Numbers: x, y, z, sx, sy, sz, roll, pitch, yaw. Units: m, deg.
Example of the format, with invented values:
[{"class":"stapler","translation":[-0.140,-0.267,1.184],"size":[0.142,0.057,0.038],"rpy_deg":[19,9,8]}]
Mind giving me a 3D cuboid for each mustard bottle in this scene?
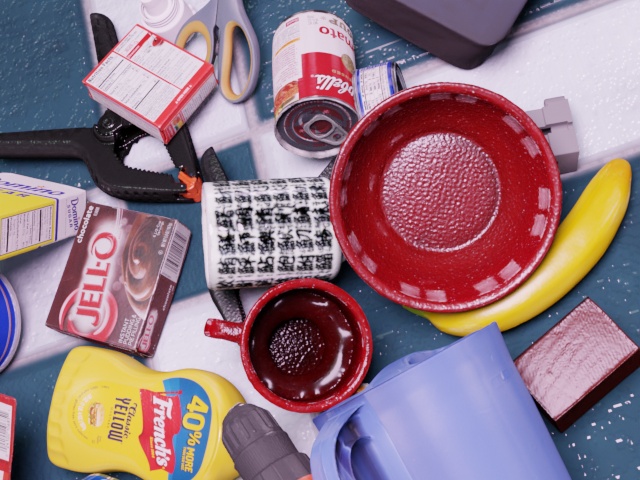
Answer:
[{"class":"mustard bottle","translation":[-0.111,0.143,0.810],"size":[0.192,0.058,0.096],"rpy_deg":[9,83,20]}]

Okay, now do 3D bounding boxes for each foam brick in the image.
[{"class":"foam brick","translation":[0.176,0.086,0.739],"size":[0.078,0.053,0.051],"rpy_deg":[-41,64,1]}]

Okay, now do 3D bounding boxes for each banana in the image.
[{"class":"banana","translation":[0.155,0.016,0.779],"size":[0.198,0.037,0.070],"rpy_deg":[-33,66,5]}]

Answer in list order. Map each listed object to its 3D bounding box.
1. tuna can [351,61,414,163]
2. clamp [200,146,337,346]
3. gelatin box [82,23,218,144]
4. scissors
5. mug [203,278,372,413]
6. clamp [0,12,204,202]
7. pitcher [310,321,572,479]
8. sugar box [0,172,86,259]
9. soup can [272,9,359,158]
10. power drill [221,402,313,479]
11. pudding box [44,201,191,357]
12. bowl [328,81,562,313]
[{"class":"tuna can","translation":[0.052,-0.094,0.825],"size":[0.034,0.086,0.086],"rpy_deg":[-13,68,12]},{"class":"clamp","translation":[-0.056,0.001,0.851],"size":[0.120,0.039,0.171],"rpy_deg":[12,74,17]},{"class":"gelatin box","translation":[-0.143,-0.133,0.902],"size":[0.089,0.030,0.073],"rpy_deg":[31,71,20]},{"class":"scissors","translation":[-0.090,-0.217,0.907],"size":[0.096,0.016,0.202],"rpy_deg":[1,99,31]},{"class":"mug","translation":[-0.027,0.074,0.775],"size":[0.117,0.081,0.093],"rpy_deg":[9,84,-7]},{"class":"clamp","translation":[-0.188,-0.089,0.926],"size":[0.164,0.036,0.210],"rpy_deg":[-45,66,-6]},{"class":"pitcher","translation":[0.099,0.185,0.658],"size":[0.149,0.145,0.243],"rpy_deg":[-27,82,-4]},{"class":"sugar box","translation":[-0.277,-0.016,0.858],"size":[0.093,0.176,0.048],"rpy_deg":[13,109,20]},{"class":"soup can","translation":[-0.004,-0.125,0.851],"size":[0.068,0.068,0.102],"rpy_deg":[-13,52,13]},{"class":"power drill","translation":[-0.053,0.231,0.729],"size":[0.188,0.057,0.184],"rpy_deg":[-49,60,22]},{"class":"pudding box","translation":[-0.165,0.031,0.878],"size":[0.090,0.039,0.113],"rpy_deg":[12,76,22]},{"class":"bowl","translation":[0.087,-0.032,0.763],"size":[0.162,0.055,0.162],"rpy_deg":[0,98,3]}]
